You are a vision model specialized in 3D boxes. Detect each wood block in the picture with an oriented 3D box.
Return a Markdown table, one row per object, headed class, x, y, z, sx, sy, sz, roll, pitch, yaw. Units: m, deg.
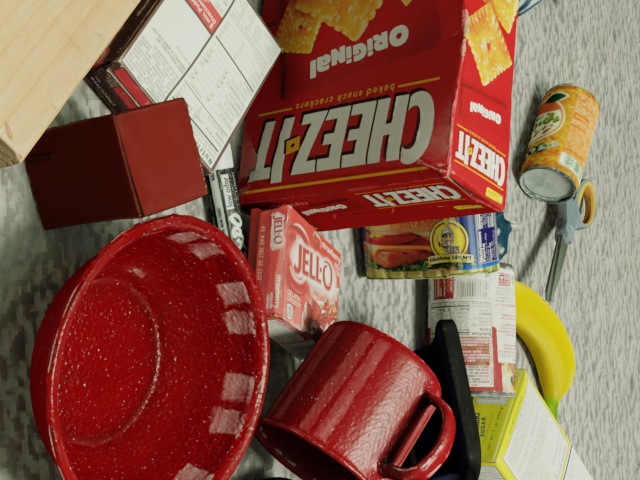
| class | x | y | z | sx | sy | sz | roll | pitch | yaw |
| --- | --- | --- | --- | --- | --- | --- | --- | --- | --- |
| wood block | -0.141 | -0.134 | 0.501 | 0.090 | 0.090 | 0.206 | 52 | 49 | -33 |

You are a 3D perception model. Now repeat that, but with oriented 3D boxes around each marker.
| class | x | y | z | sx | sy | sz | roll | pitch | yaw |
| --- | --- | --- | --- | --- | --- | --- | --- | --- | --- |
| marker | -0.054 | 0.001 | 0.654 | 0.020 | 0.020 | 0.121 | -17 | 100 | -51 |

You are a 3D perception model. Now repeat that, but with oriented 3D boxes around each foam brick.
| class | x | y | z | sx | sy | sz | roll | pitch | yaw |
| --- | --- | --- | --- | --- | --- | --- | --- | --- | --- |
| foam brick | -0.105 | -0.039 | 0.545 | 0.051 | 0.078 | 0.053 | -23 | 104 | -49 |

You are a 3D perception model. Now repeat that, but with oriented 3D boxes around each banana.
| class | x | y | z | sx | sy | sz | roll | pitch | yaw |
| --- | --- | --- | --- | --- | --- | --- | --- | --- | --- |
| banana | 0.184 | 0.082 | 0.936 | 0.197 | 0.037 | 0.069 | 52 | 46 | -35 |

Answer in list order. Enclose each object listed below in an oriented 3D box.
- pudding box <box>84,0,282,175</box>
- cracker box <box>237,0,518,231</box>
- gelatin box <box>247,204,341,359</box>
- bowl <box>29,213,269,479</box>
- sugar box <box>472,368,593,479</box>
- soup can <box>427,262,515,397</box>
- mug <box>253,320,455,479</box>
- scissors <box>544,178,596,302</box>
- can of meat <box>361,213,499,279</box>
| class | x | y | z | sx | sy | sz | roll | pitch | yaw |
| --- | --- | --- | --- | --- | --- | --- | --- | --- | --- |
| pudding box | -0.077 | -0.105 | 0.621 | 0.090 | 0.039 | 0.113 | 53 | 50 | -35 |
| cracker box | 0.036 | -0.120 | 0.665 | 0.072 | 0.164 | 0.213 | 25 | 67 | -46 |
| gelatin box | -0.016 | 0.028 | 0.670 | 0.089 | 0.030 | 0.073 | 45 | 44 | -59 |
| bowl | -0.096 | 0.066 | 0.555 | 0.161 | 0.055 | 0.162 | -7 | 98 | -54 |
| sugar box | 0.177 | 0.196 | 0.910 | 0.176 | 0.048 | 0.093 | 57 | 46 | -37 |
| soup can | 0.116 | 0.070 | 0.826 | 0.068 | 0.069 | 0.102 | 11 | 77 | -51 |
| mug | 0.027 | 0.104 | 0.625 | 0.081 | 0.117 | 0.093 | -54 | 131 | -23 |
| scissors | 0.224 | -0.026 | 0.998 | 0.201 | 0.016 | 0.096 | -41 | 113 | -55 |
| can of meat | 0.075 | -0.017 | 0.757 | 0.057 | 0.102 | 0.084 | -10 | 96 | -53 |
